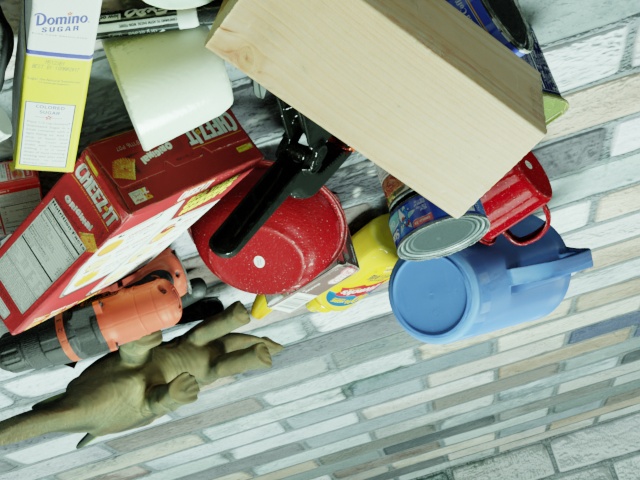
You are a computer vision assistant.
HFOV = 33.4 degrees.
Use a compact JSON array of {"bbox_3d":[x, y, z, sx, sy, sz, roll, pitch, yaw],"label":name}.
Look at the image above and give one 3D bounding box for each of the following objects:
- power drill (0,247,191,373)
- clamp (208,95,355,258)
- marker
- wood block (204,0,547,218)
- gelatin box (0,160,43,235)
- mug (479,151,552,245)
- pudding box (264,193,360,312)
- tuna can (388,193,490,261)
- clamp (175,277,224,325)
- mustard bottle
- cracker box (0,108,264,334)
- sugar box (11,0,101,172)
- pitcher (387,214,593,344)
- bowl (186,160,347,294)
[{"bbox_3d":[-0.211,0.068,1.050,0.184,0.057,0.187,-17,-168,8],"label":"power drill"},{"bbox_3d":[-0.022,-0.066,0.905,0.165,0.036,0.209,-65,163,13],"label":"clamp"},{"bbox_3d":[-0.117,-0.154,0.745,0.121,0.020,0.020,-7,157,0],"label":"marker"},{"bbox_3d":[0.040,-0.119,0.701,0.206,0.090,0.091,33,124,-16],"label":"wood block"},{"bbox_3d":[-0.277,-0.035,0.920,0.073,0.030,0.089,-11,158,-14],"label":"gelatin box"},{"bbox_3d":[0.193,-0.046,1.110,0.082,0.117,0.093,-35,-169,27],"label":"mug"},{"bbox_3d":[-0.018,0.013,1.123,0.114,0.090,0.039,-32,151,33],"label":"pudding box"},{"bbox_3d":[0.104,-0.015,0.946,0.086,0.034,0.086,-14,157,-6],"label":"tuna can"},{"bbox_3d":[-0.196,0.084,1.232,0.171,0.039,0.120,-17,157,-8],"label":"clamp"},{"bbox_3d":[0.041,0.036,1.256,0.096,0.058,0.192,-5,156,-41],"label":"mustard bottle"},{"bbox_3d":[-0.173,-0.021,0.903,0.214,0.072,0.163,-39,175,40],"label":"cracker box"},{"bbox_3d":[-0.164,-0.132,0.666,0.048,0.093,0.176,4,146,-20],"label":"sugar box"},{"bbox_3d":[0.187,0.042,1.190,0.242,0.145,0.149,-11,137,-56],"label":"pitcher"},{"bbox_3d":[-0.057,0.001,1.020,0.162,0.055,0.162,5,134,5],"label":"bowl"}]
